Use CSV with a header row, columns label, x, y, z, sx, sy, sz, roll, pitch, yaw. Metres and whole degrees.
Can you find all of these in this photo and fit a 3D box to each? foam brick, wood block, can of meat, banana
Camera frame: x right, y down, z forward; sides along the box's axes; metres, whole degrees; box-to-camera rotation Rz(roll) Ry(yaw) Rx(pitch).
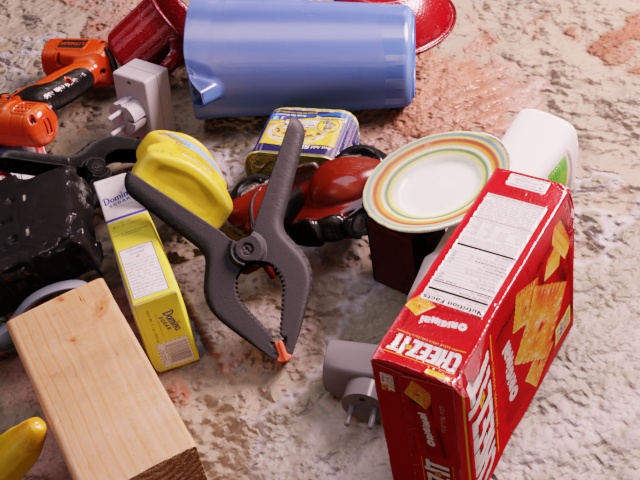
label,x,y,z,sx,sy,sz,roll,pitch,yaw
foam brick,0.078,0.002,0.957,0.051,0.078,0.053,24,53,32
wood block,-0.171,0.139,0.857,0.090,0.091,0.206,-26,46,-15
can of meat,-0.016,-0.090,1.084,0.102,0.057,0.084,5,44,15
banana,-0.290,0.193,0.833,0.198,0.069,0.037,-23,61,5

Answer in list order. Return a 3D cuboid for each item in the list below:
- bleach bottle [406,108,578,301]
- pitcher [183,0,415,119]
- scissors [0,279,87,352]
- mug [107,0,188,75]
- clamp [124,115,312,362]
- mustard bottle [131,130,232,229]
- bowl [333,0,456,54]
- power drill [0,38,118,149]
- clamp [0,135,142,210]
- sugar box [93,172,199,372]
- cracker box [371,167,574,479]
label,x,y,z,sx,sy,sz,roll,pitch,yaw
bleach bottle,0.145,0.000,0.945,0.068,0.102,0.250,24,60,23
pitcher,-0.019,-0.204,1.155,0.243,0.145,0.149,1,84,6
scissors,-0.279,0.100,0.940,0.202,0.096,0.016,-30,43,6
mug,-0.186,-0.224,1.217,0.082,0.093,0.117,-38,43,20
clamp,-0.056,0.001,0.927,0.164,0.036,0.210,-26,84,-3
mustard bottle,-0.136,-0.067,1.048,0.058,0.096,0.192,-55,15,9
bowl,0.079,-0.282,1.262,0.162,0.055,0.162,-5,44,5
power drill,-0.332,-0.165,1.202,0.185,0.057,0.187,10,39,28
clamp,-0.242,-0.070,1.093,0.171,0.039,0.120,-34,80,-38
sugar box,-0.159,0.025,0.969,0.048,0.093,0.176,-17,45,-8
cracker box,0.125,0.076,0.810,0.072,0.164,0.213,16,50,27
